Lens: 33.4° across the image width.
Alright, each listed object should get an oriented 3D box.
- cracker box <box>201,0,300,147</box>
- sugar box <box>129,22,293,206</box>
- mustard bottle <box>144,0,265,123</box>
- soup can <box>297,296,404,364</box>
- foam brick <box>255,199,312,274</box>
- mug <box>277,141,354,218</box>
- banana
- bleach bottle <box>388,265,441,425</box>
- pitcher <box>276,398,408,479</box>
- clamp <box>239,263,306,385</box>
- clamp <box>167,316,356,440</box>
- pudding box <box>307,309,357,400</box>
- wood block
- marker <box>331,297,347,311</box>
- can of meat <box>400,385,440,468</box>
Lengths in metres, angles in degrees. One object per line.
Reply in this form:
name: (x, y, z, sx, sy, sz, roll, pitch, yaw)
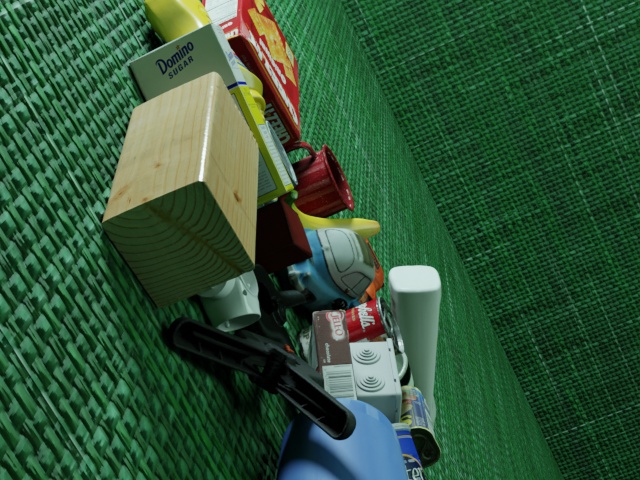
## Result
cracker box: (-0.088, -0.232, 1.383, 0.164, 0.072, 0.213, 59, 15, -32)
sugar box: (-0.104, -0.110, 1.031, 0.048, 0.093, 0.176, -29, 96, -78)
mustard bottle: (-0.110, -0.179, 1.103, 0.192, 0.058, 0.096, 55, 5, 31)
soup can: (0.034, 0.113, 1.194, 0.068, 0.102, 0.068, 61, 14, -26)
foam brick: (-0.057, 0.001, 1.066, 0.053, 0.078, 0.051, 41, 30, -64)
mug: (-0.017, -0.074, 1.373, 0.093, 0.081, 0.117, -95, 159, -56)
banana: (-0.001, -0.018, 1.326, 0.197, 0.070, 0.037, 15, 59, -55)
bleach bottle: (0.128, 0.168, 1.445, 0.102, 0.068, 0.251, -89, 178, -73)
pitcher: (0.018, 0.241, 0.864, 0.145, 0.149, 0.243, 43, 15, -15)
clamp: (-0.049, 0.083, 1.045, 0.171, 0.039, 0.120, 39, 32, -58)
clamp: (-0.033, 0.115, 0.913, 0.164, 0.036, 0.210, 31, 0, 11)
pudding box: (0.011, 0.141, 1.094, 0.090, 0.039, 0.113, 96, -9, -55)
wood block: (-0.110, -0.050, 0.899, 0.206, 0.090, 0.090, -94, 158, -59)
marker: (0.024, 0.108, 1.255, 0.121, 0.020, 0.020, 87, -8, -50)
can of meat: (0.078, 0.218, 1.195, 0.084, 0.102, 0.057, -94, 158, -62)
